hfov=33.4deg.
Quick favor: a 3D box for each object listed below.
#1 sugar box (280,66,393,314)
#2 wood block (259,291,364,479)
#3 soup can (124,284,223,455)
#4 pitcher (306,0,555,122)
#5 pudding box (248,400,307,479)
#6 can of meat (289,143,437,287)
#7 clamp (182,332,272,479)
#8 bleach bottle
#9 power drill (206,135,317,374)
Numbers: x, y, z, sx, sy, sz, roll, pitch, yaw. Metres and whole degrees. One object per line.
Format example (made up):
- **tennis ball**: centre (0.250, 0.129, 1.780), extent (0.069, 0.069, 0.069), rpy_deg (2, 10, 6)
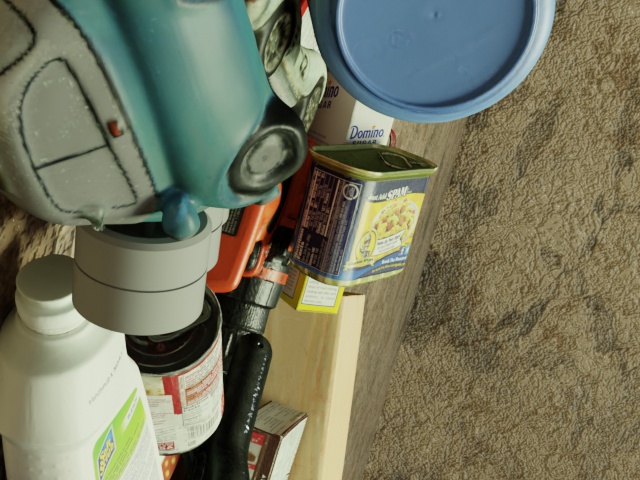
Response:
- **sugar box**: centre (-0.001, -0.042, 0.823), extent (0.093, 0.048, 0.176), rpy_deg (35, -70, 54)
- **wood block**: centre (-0.025, 0.142, 0.907), extent (0.090, 0.090, 0.206), rpy_deg (6, 92, -77)
- **soup can**: centre (-0.089, 0.071, 0.607), extent (0.102, 0.068, 0.068), rpy_deg (95, 16, -54)
- **pitcher**: centre (0.053, -0.149, 0.569), extent (0.243, 0.149, 0.145), rpy_deg (-92, -162, -60)
- **pudding box**: centre (-0.047, 0.174, 0.805), extent (0.113, 0.039, 0.090), rpy_deg (7, 99, -82)
- **can of meat**: centre (0.028, -0.019, 0.743), extent (0.101, 0.058, 0.084), rpy_deg (-10, 119, -53)
- **clamp**: centre (-0.061, 0.140, 0.662), extent (0.171, 0.039, 0.120), rpy_deg (-98, -154, -58)
- **bleach bottle**: centre (-0.117, 0.102, 0.532), extent (0.102, 0.068, 0.251), rpy_deg (-74, 171, -47)
- **power drill**: centre (-0.055, 0.001, 0.709), extent (0.187, 0.057, 0.184), rpy_deg (43, 62, -82)
